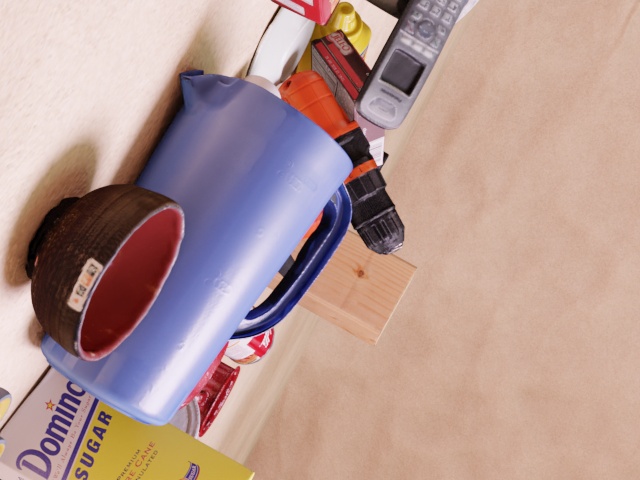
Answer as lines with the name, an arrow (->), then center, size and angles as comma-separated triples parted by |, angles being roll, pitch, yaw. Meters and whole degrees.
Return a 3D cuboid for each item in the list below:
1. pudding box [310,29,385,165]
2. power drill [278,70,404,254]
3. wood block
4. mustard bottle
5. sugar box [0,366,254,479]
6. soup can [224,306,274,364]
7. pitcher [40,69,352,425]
pudding box -> 0.026, -0.131, 1.021 | 0.039, 0.090, 0.113 | -22, 150, -16
power drill -> 0.002, -0.056, 1.028 | 0.057, 0.184, 0.188 | -27, 178, -22
wood block -> -0.005, 0.027, 1.219 | 0.090, 0.206, 0.090 | -59, 174, -13
mustard bottle -> 0.011, -0.181, 1.105 | 0.096, 0.058, 0.192 | -46, 168, -24
sugar box -> -0.148, 0.172, 0.794 | 0.093, 0.176, 0.048 | -58, 175, -34
soup can -> -0.103, 0.098, 1.233 | 0.068, 0.069, 0.102 | -60, 151, -10
pitcher -> -0.086, 0.012, 0.778 | 0.243, 0.149, 0.145 | -57, 174, -7
